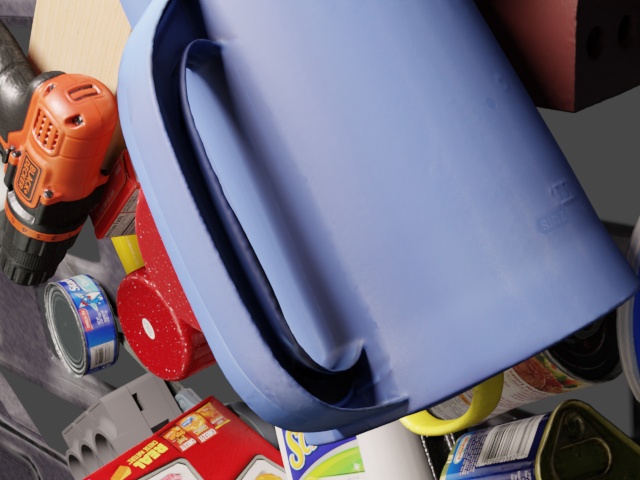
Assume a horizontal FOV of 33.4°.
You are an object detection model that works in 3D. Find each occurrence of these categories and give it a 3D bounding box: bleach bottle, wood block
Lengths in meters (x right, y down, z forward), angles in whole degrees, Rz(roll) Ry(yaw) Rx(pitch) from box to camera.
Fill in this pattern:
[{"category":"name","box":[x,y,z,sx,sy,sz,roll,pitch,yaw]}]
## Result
[{"category":"bleach bottle","box":[0.004,0.090,0.669,0.103,0.067,0.251,-20,88,44]},{"category":"wood block","box":[-0.109,-0.151,0.653,0.091,0.090,0.206,48,138,20]}]

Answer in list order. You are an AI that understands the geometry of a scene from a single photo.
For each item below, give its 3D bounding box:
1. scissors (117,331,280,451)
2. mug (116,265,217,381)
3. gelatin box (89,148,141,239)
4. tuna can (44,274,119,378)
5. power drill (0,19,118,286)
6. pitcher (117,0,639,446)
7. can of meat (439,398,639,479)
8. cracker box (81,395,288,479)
[{"category":"scissors","box":[-0.095,0.124,0.847,0.202,0.016,0.096,49,138,18]},{"category":"mug","box":[-0.083,0.038,0.733,0.093,0.081,0.117,46,138,22]},{"category":"gelatin box","box":[-0.101,-0.034,0.707,0.073,0.089,0.030,-43,61,50]},{"category":"tuna can","box":[-0.206,0.073,0.920,0.086,0.033,0.086,33,131,47]},{"category":"power drill","box":[-0.211,-0.080,0.691,0.188,0.057,0.185,48,135,14]},{"category":"pitcher","box":[-0.002,-0.055,0.385,0.243,0.145,0.149,63,175,3]},{"category":"can of meat","box":[0.124,0.133,0.547,0.102,0.057,0.084,38,147,-15]},{"category":"cracker box","box":[-0.062,0.225,0.728,0.214,0.163,0.072,36,131,23]}]
